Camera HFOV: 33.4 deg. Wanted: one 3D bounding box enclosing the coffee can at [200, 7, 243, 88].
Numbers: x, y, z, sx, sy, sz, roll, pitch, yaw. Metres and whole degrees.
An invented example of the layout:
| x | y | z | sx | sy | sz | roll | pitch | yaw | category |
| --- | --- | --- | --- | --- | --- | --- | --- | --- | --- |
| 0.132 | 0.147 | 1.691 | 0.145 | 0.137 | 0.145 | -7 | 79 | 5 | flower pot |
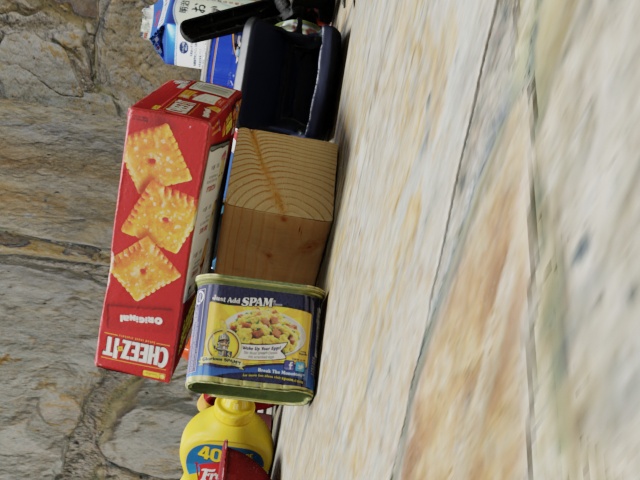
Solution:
| x | y | z | sx | sy | sz | roll | pitch | yaw | category |
| --- | --- | --- | --- | --- | --- | --- | --- | --- | --- |
| -0.069 | -0.216 | 1.281 | 0.103 | 0.140 | 0.103 | -172 | 91 | -85 | coffee can |

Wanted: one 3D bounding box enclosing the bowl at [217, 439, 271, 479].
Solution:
| x | y | z | sx | sy | sz | roll | pitch | yaw | category |
| --- | --- | --- | --- | --- | --- | --- | --- | --- | --- |
| -0.075 | 0.271 | 1.000 | 0.162 | 0.055 | 0.162 | -172 | 91 | -85 | bowl |

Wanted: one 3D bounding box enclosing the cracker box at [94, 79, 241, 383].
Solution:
| x | y | z | sx | sy | sz | roll | pitch | yaw | category |
| --- | --- | --- | --- | --- | --- | --- | --- | --- | --- |
| -0.125 | -0.016 | 0.882 | 0.164 | 0.072 | 0.214 | -77 | -1 | -73 | cracker box |

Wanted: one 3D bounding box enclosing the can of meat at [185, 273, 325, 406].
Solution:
| x | y | z | sx | sy | sz | roll | pitch | yaw | category |
| --- | --- | --- | --- | --- | --- | --- | --- | --- | --- |
| -0.050 | 0.077 | 0.817 | 0.057 | 0.102 | 0.084 | 113 | 163 | -68 | can of meat |

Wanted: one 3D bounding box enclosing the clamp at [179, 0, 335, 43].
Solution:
| x | y | z | sx | sy | sz | roll | pitch | yaw | category |
| --- | --- | --- | --- | --- | --- | --- | --- | --- | --- |
| -0.034 | -0.257 | 1.138 | 0.209 | 0.165 | 0.036 | -13 | -105 | -59 | clamp |

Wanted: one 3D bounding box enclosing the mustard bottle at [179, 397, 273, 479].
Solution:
| x | y | z | sx | sy | sz | roll | pitch | yaw | category |
| --- | --- | --- | --- | --- | --- | --- | --- | --- | --- |
| -0.099 | 0.227 | 1.105 | 0.058 | 0.096 | 0.192 | -89 | 10 | -60 | mustard bottle |

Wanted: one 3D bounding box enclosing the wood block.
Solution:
| x | y | z | sx | sy | sz | roll | pitch | yaw | category |
| --- | --- | --- | --- | --- | --- | --- | --- | --- | --- |
| -0.048 | 0.008 | 0.961 | 0.206 | 0.090 | 0.090 | 105 | 173 | -50 | wood block |
